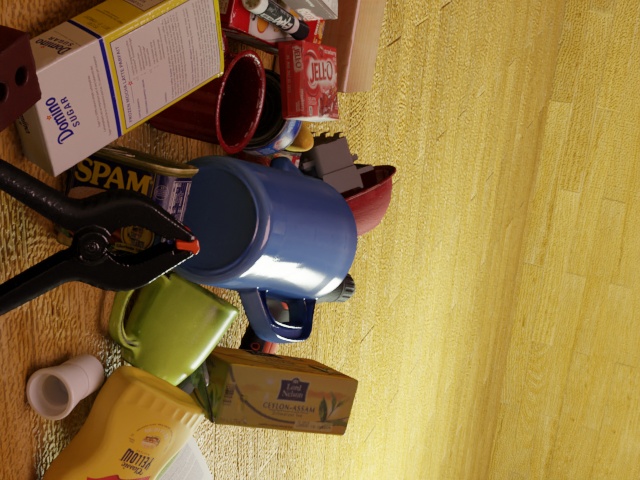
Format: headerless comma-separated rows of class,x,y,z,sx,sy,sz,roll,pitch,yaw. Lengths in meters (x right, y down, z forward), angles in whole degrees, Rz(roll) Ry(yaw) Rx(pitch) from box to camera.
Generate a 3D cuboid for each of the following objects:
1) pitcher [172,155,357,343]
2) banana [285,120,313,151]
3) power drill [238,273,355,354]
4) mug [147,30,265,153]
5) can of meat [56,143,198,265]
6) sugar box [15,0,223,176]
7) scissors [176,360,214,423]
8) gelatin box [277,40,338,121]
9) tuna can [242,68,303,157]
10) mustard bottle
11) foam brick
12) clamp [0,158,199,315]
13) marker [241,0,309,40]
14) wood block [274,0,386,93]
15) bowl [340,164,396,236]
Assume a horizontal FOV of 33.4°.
pitcher,-0.056,0.001,0.981,0.145,0.149,0.242,-53,164,7
banana,-0.028,-0.131,1.162,0.197,0.070,0.037,-62,152,-70
power drill,-0.042,0.111,1.260,0.184,0.057,0.187,12,91,-45
mug,-0.106,-0.140,0.944,0.093,0.082,0.117,-55,152,-45
can of meat,-0.157,-0.029,0.855,0.057,0.102,0.084,-10,115,-69
sugar box,-0.152,-0.132,0.806,0.176,0.048,0.093,-35,142,-31
scissors,-0.124,0.145,1.047,0.202,0.016,0.096,-105,-147,-58
gelatin box,-0.010,-0.154,1.038,0.089,0.030,0.073,-11,99,-68
tuna can,-0.062,-0.129,1.067,0.033,0.086,0.086,19,85,-68
mustard bottle,-0.191,0.207,0.939,0.096,0.058,0.191,34,91,-45
foam brick,-0.226,-0.100,0.689,0.078,0.051,0.053,-56,153,-44
clamp,-0.176,-0.009,0.783,0.171,0.039,0.120,-9,119,-19
marker,-0.038,-0.203,0.968,0.121,0.020,0.020,9,95,-69
wood block,0.019,-0.273,1.178,0.090,0.091,0.206,-23,125,-66
bowl,0.018,-0.034,1.229,0.161,0.162,0.055,-42,116,-57
